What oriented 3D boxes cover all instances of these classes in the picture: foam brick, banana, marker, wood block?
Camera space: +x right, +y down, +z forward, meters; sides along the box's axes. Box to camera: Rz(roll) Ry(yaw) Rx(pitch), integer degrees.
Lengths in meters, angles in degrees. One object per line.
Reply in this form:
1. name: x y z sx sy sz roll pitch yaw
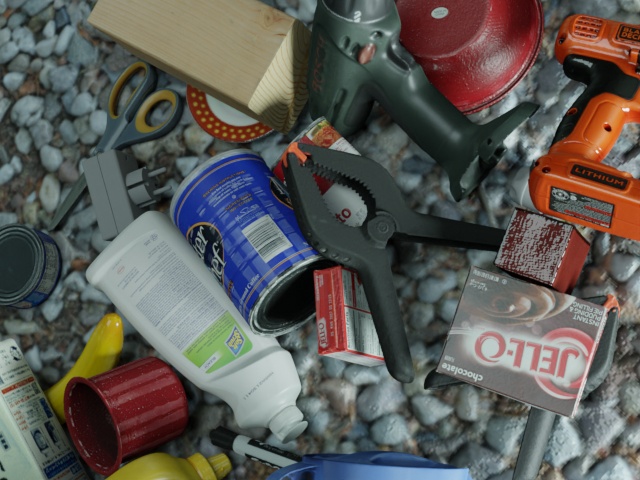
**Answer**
1. foam brick: 0.181 0.011 0.870 0.053 0.078 0.051 20 88 26
2. banana: -0.251 0.141 1.030 0.198 0.069 0.037 -31 26 19
3. marker: -0.048 0.192 0.956 0.121 0.020 0.020 15 84 26
4. wood block: -0.106 -0.192 1.011 0.206 0.090 0.091 30 89 26

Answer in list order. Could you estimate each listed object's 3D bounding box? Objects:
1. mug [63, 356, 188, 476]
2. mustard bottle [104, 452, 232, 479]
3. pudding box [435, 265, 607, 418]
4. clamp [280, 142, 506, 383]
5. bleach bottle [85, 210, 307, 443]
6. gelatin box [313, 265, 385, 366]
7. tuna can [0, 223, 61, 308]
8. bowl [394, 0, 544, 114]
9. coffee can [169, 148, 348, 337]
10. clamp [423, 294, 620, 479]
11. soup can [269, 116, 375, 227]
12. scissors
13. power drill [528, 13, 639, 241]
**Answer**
1. mug: -0.181 0.159 0.978 0.117 0.081 0.093 -29 82 49
2. mustard bottle: -0.162 0.239 0.933 0.191 0.096 0.058 -26 37 -24
3. pudding box: 0.158 0.080 0.838 0.114 0.039 0.090 17 82 16
4. clamp: 0.056 -0.010 0.886 0.164 0.036 0.210 -41 89 -22
5. bleach bottle: -0.106 0.090 0.983 0.102 0.068 0.251 -45 67 5
6. gelatin box: 0.029 0.066 0.913 0.030 0.089 0.073 -13 71 31
7. tuna can: -0.311 0.027 1.101 0.086 0.033 0.086 -6 75 22
8. bowl: 0.116 -0.197 0.961 0.162 0.055 0.162 -6 75 22
9. coffee can: -0.056 0.001 0.955 0.103 0.102 0.140 -43 62 8
10. clamp: 0.182 0.116 0.866 0.171 0.039 0.120 -36 76 10
11. soup can: 0.014 -0.050 0.944 0.068 0.068 0.102 -45 87 7
12. scissors: -0.206 -0.088 1.094 0.096 0.016 0.202 20 86 26
13. power drill: 0.257 -0.092 0.847 0.185 0.057 0.187 17 62 21
